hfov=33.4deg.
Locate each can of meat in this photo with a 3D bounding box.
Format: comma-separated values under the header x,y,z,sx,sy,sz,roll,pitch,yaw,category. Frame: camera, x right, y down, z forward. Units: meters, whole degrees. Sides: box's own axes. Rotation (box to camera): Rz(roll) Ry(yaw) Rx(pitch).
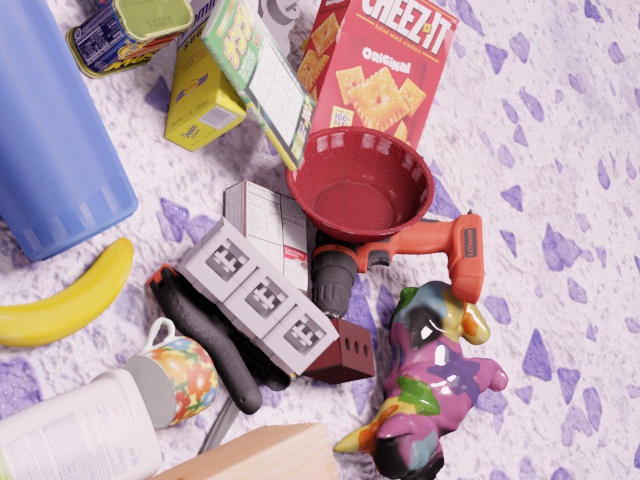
x,y,z,sx,sy,sz,roll,pitch,yaw,category
-0.187,-0.211,1.063,0.101,0.084,0.057,-30,94,-48,can of meat

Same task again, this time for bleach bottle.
x,y,z,sx,sy,sz,roll,pitch,yaw,category
-0.247,0.181,0.830,0.250,0.068,0.102,-15,78,-45,bleach bottle

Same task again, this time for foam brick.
x,y,z,sx,sy,sz,roll,pitch,yaw,category
0.017,0.117,1.121,0.078,0.051,0.053,26,53,-58,foam brick

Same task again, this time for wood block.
x,y,z,sx,sy,sz,roll,pitch,yaw,category
-0.083,0.236,0.940,0.205,0.091,0.090,-16,93,-48,wood block

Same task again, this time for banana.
x,y,z,sx,sy,sz,roll,pitch,yaw,category
-0.227,0.049,0.931,0.197,0.037,0.069,-21,88,-48,banana

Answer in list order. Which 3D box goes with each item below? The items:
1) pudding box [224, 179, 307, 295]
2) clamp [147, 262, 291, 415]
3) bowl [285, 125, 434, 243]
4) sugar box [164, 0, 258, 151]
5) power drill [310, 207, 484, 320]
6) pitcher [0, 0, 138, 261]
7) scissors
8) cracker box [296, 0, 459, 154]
x,y,z,sx,sy,sz,roll,pitch,yaw,category
-0.057,0.001,1.127,0.089,0.039,0.113,20,55,-38,pudding box
-0.094,0.093,1.020,0.171,0.039,0.120,51,7,14,clamp
0.039,-0.050,1.154,0.162,0.055,0.162,5,48,-6,bowl
-0.113,-0.191,1.122,0.048,0.094,0.176,24,55,-37,sugar box
0.083,0.021,1.172,0.187,0.057,0.184,7,50,0,power drill
-0.255,-0.111,0.926,0.149,0.145,0.243,-32,99,-36,pitcher
-0.061,0.153,1.067,0.096,0.016,0.201,36,49,-28,scissors
0.060,-0.194,1.253,0.164,0.072,0.213,22,85,-37,cracker box
